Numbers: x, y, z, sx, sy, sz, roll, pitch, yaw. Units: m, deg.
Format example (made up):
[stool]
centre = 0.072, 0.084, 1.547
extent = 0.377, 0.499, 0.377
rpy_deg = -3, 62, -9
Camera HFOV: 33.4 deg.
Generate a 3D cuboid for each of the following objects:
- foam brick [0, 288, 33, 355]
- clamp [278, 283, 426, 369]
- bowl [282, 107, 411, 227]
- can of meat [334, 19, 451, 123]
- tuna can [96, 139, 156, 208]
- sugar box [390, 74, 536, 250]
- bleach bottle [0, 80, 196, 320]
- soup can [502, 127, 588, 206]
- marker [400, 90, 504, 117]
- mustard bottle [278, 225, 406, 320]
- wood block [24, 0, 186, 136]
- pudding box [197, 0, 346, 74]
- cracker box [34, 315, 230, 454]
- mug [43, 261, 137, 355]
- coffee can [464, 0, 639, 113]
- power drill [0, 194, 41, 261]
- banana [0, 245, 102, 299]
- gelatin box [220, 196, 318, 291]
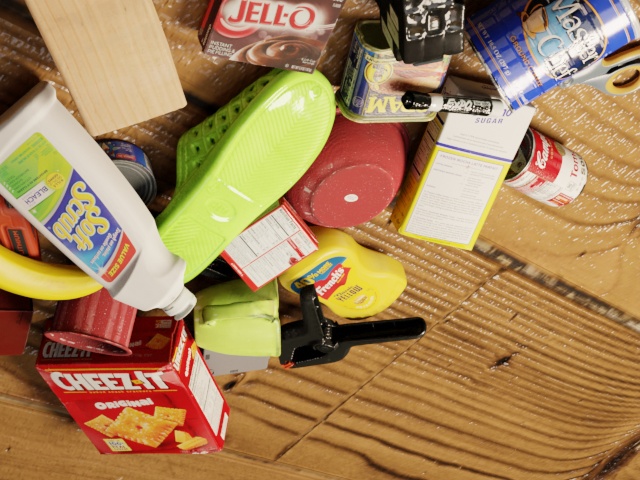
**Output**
[foam brick]
centre = -0.341, 0.080, 1.143
extent = 0.052, 0.051, 0.078
rpy_deg = 3, 135, -26
[clamp]
centre = 0.000, 0.108, 1.274
extent = 0.164, 0.036, 0.210
rpy_deg = 24, 147, -30
[bowl]
centre = 0.027, -0.065, 1.129
extent = 0.162, 0.055, 0.162
rpy_deg = -11, 139, -10
[can of meat]
centre = 0.073, -0.165, 1.035
extent = 0.102, 0.057, 0.084
rpy_deg = -3, 134, -20
[tuna can]
centre = -0.207, -0.058, 1.056
extent = 0.086, 0.034, 0.086
rpy_deg = -11, 139, -10
[sugar box]
centre = 0.148, -0.081, 1.133
extent = 0.093, 0.048, 0.176
rpy_deg = 12, 115, -19
[bleach bottle]
centre = -0.204, -0.023, 0.995
extent = 0.103, 0.068, 0.250
rpy_deg = -35, 112, 19
[soup can]
centre = 0.241, -0.083, 1.186
extent = 0.102, 0.068, 0.069
rpy_deg = 20, 126, -38
[marker]
centre = 0.128, -0.132, 1.037
extent = 0.120, 0.020, 0.020
rpy_deg = 0, 137, -34
[mustard bottle]
centre = 0.007, 0.030, 1.224
extent = 0.096, 0.058, 0.191
rpy_deg = -34, 138, 28
[wood block]
centre = -0.185, -0.196, 0.867
extent = 0.090, 0.091, 0.206
rpy_deg = -18, 140, -2
[pudding box]
centre = -0.044, -0.203, 0.957
extent = 0.113, 0.039, 0.090
rpy_deg = 5, 133, -27
[cracker box]
centre = -0.214, 0.175, 1.250
extent = 0.164, 0.072, 0.213
rpy_deg = -3, 142, 12
[mug]
centre = -0.240, 0.073, 1.135
extent = 0.093, 0.081, 0.117
rpy_deg = 18, 162, -20
[coffee can]
centre = 0.217, -0.201, 1.017
extent = 0.140, 0.103, 0.102
rpy_deg = -31, 139, 13
[power drill]
centre = -0.373, 0.007, 1.044
extent = 0.187, 0.057, 0.184
rpy_deg = -11, 142, -12
[banana]
centre = -0.285, 0.021, 1.026
extent = 0.197, 0.037, 0.070
rpy_deg = 17, 113, -39
[gelatin box]
centre = -0.057, 0.001, 1.128
extent = 0.089, 0.030, 0.073
rpy_deg = -33, 124, 9
